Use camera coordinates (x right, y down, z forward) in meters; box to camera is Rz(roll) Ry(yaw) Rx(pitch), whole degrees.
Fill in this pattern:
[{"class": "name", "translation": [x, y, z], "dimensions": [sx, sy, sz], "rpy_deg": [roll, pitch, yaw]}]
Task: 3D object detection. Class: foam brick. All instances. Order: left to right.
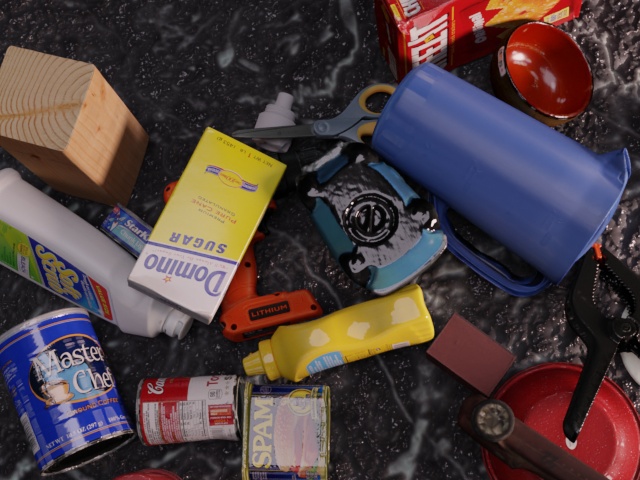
[{"class": "foam brick", "translation": [0.151, 0.117, 1.071], "dimensions": [0.078, 0.053, 0.051], "rpy_deg": [36, 83, 12]}]

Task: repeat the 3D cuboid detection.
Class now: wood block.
[{"class": "wood block", "translation": [-0.253, -0.109, 1.090], "dimensions": [0.091, 0.206, 0.090], "rpy_deg": [15, 79, 9]}]

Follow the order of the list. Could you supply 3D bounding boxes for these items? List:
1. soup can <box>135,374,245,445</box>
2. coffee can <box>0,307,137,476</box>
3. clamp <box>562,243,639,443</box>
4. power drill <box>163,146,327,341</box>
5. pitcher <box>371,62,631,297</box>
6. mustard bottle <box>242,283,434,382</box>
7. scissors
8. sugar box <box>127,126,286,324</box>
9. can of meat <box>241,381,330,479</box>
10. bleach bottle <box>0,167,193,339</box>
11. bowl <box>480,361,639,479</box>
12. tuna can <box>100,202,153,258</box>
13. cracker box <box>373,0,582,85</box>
[{"class": "soup can", "translation": [-0.129, 0.172, 1.081], "dimensions": [0.102, 0.068, 0.068], "rpy_deg": [-4, 76, 5]}, {"class": "coffee can", "translation": [-0.259, 0.153, 1.082], "dimensions": [0.103, 0.103, 0.140], "rpy_deg": [-26, 76, 0]}, {"class": "clamp", "translation": [0.304, 0.097, 1.039], "dimensions": [0.164, 0.036, 0.210], "rpy_deg": [0, 57, -3]}, {"class": "power drill", "translation": [-0.057, 0.001, 1.121], "dimensions": [0.184, 0.057, 0.188], "rpy_deg": [-16, 74, -2]}, {"class": "pitcher", "translation": [0.171, -0.065, 1.071], "dimensions": [0.243, 0.145, 0.149], "rpy_deg": [34, 73, 10]}, {"class": "mustard bottle", "translation": [0.015, 0.099, 1.068], "dimensions": [0.191, 0.096, 0.058], "rpy_deg": [-18, 76, 2]}, {"class": "scissors", "translation": [0.010, -0.135, 1.139], "dimensions": [0.201, 0.016, 0.096], "rpy_deg": [10, 68, -9]}, {"class": "sugar box", "translation": [-0.113, -0.015, 1.067], "dimensions": [0.093, 0.048, 0.176], "rpy_deg": [25, 73, -2]}, {"class": "can of meat", "translation": [-0.033, 0.194, 1.072], "dimensions": [0.084, 0.057, 0.102], "rpy_deg": [0, 77, 4]}, {"class": "bleach bottle", "translation": [-0.244, 0.025, 1.113], "dimensions": [0.251, 0.103, 0.068], "rpy_deg": [28, 46, 11]}, {"class": "bowl", "translation": [0.239, 0.196, 1.042], "dimensions": [0.162, 0.055, 0.162], "rpy_deg": [-1, 77, 6]}, {"class": "tuna can", "translation": [-0.188, -0.001, 1.119], "dimensions": [0.086, 0.086, 0.033], "rpy_deg": [36, 84, 13]}, {"class": "cracker box", "translation": [0.166, -0.250, 1.099], "dimensions": [0.213, 0.164, 0.072], "rpy_deg": [-24, 73, 0]}]
